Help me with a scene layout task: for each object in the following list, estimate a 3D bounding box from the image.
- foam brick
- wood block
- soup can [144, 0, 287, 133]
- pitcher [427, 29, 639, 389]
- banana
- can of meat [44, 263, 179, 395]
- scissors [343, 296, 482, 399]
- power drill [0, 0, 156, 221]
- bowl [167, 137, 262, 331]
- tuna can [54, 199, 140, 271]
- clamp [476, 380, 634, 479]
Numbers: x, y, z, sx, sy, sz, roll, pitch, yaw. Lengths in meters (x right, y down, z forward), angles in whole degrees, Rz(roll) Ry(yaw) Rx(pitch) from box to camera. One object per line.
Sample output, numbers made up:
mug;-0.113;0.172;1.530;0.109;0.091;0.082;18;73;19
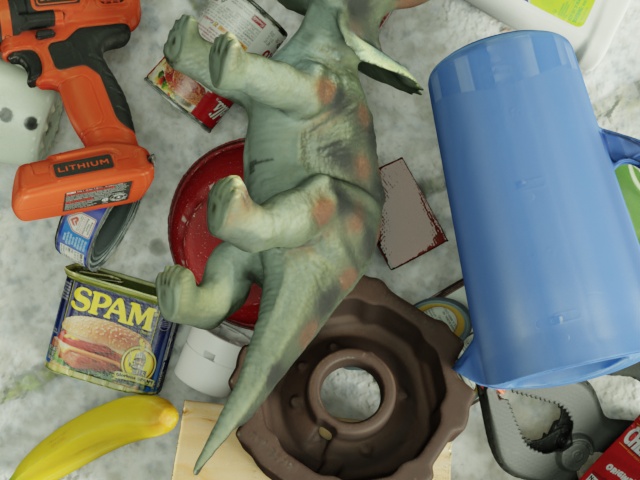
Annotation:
foam brick;0.060;-0.022;0.857;0.051;0.053;0.078;-29;91;4
wood block;-0.008;0.189;0.831;0.206;0.091;0.090;7;64;-1
soup can;-0.083;-0.146;0.853;0.068;0.068;0.102;40;93;1
pitcher;0.164;-0.022;0.754;0.149;0.145;0.243;-4;75;-32
banana;-0.179;0.161;0.856;0.198;0.069;0.037;-30;115;26
can of meat;-0.167;0.073;0.871;0.102;0.057;0.084;16;96;3
scissors;0.036;0.078;0.856;0.202;0.016;0.096;14;103;15
power drill;-0.210;-0.112;0.797;0.184;0.057;0.188;-12;73;-18
bowl;-0.056;0.001;0.843;0.162;0.055;0.162;3;102;15
tuna can;-0.176;-0.020;0.853;0.034;0.086;0.086;28;93;3
clamp;0.205;0.157;0.840;0.164;0.036;0.210;-42;110;0
